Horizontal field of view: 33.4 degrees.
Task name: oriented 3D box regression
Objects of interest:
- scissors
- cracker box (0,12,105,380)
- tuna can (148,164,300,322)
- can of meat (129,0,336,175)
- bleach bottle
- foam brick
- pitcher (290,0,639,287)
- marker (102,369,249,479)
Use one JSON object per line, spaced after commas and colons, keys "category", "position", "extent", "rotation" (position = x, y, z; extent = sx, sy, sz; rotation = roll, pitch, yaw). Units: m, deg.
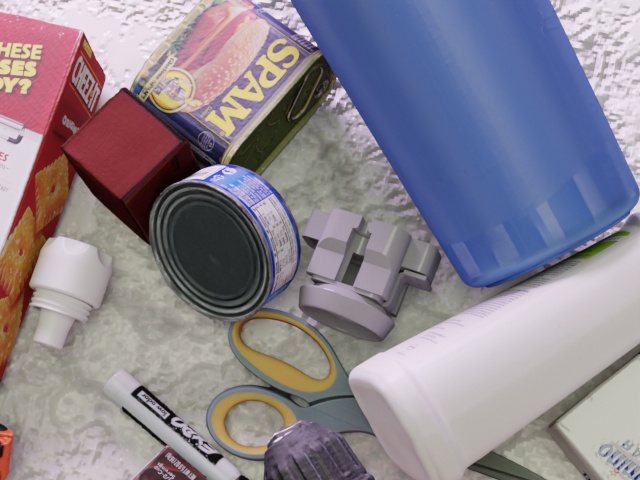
{"category": "scissors", "position": [0.020, 0.115, 0.602], "extent": [0.202, 0.016, 0.096], "rotation": [36, 81, 12]}
{"category": "cracker box", "position": [-0.240, -0.034, 0.634], "extent": [0.164, 0.072, 0.213], "rotation": [14, 74, 7]}
{"category": "tuna can", "position": [-0.054, 0.001, 0.605], "extent": [0.086, 0.086, 0.033], "rotation": [39, 40, 13]}
{"category": "can of meat", "position": [-0.054, -0.094, 0.647], "extent": [0.084, 0.057, 0.102], "rotation": [37, 79, 15]}
{"category": "bleach bottle", "position": [0.140, 0.036, 0.567], "extent": [0.250, 0.103, 0.068], "rotation": [-29, 93, -11]}
{"category": "foam brick", "position": [-0.107, -0.042, 0.624], "extent": [0.051, 0.078, 0.053], "rotation": [40, 77, 14]}
{"category": "pitcher", "position": [0.078, -0.104, 0.597], "extent": [0.149, 0.145, 0.243], "rotation": [-28, 88, -10]}
{"category": "marker", "position": [-0.074, 0.118, 0.605], "extent": [0.121, 0.020, 0.020], "rotation": [38, 79, 13]}
